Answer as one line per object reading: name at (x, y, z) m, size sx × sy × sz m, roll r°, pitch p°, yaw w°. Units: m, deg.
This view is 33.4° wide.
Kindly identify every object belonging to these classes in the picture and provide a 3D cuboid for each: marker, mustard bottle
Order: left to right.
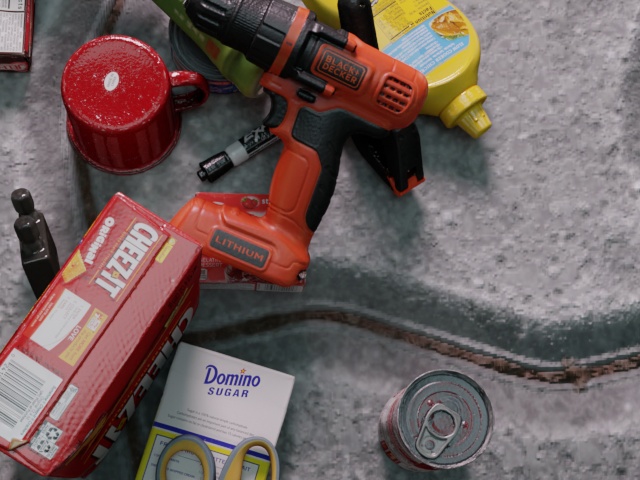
marker at (-0.047, -0.083, 0.863) m, size 0.121 × 0.020 × 0.020 m, roll -34°, pitch 81°, yaw -11°
mustard bottle at (0.074, -0.162, 0.872) m, size 0.096 × 0.058 × 0.192 m, roll -35°, pitch 81°, yaw -15°

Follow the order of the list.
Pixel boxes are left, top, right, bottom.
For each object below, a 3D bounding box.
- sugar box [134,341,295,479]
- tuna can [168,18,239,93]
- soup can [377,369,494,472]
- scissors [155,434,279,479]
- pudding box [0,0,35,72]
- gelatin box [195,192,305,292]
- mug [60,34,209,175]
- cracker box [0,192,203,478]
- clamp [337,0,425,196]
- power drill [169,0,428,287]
sugar box at (-0.087, 0.172, 0.783) m, size 0.093 × 0.048 × 0.176 m, roll 18°, pitch 72°, yaw -2°
tuna can at (-0.081, -0.164, 0.873) m, size 0.086 × 0.034 × 0.086 m, roll 1°, pitch 76°, yaw -5°
soup can at (0.081, 0.134, 0.776) m, size 0.068 × 0.102 × 0.068 m, roll 1°, pitch 76°, yaw -5°
scissors at (-0.093, 0.223, 0.735) m, size 0.096 × 0.016 × 0.201 m, roll 25°, pitch 73°, yaw -1°
pudding box at (-0.288, -0.185, 0.859) m, size 0.113 × 0.039 × 0.090 m, roll 1°, pitch 75°, yaw -6°
gelatin box at (-0.056, 0.001, 0.835) m, size 0.089 × 0.030 × 0.073 m, roll 2°, pitch 76°, yaw -5°
mug at (-0.144, -0.109, 0.829) m, size 0.117 × 0.081 × 0.093 m, roll -10°, pitch 77°, yaw -7°
cracker box at (-0.148, 0.075, 0.714) m, size 0.072 × 0.214 × 0.164 m, roll 32°, pitch 76°, yaw 2°
clamp at (0.030, -0.118, 0.844) m, size 0.039 × 0.120 × 0.171 m, roll -27°, pitch 110°, yaw -15°
power drill at (-0.039, -0.074, 0.765) m, size 0.184 × 0.057 × 0.188 m, roll 25°, pitch 102°, yaw -6°
